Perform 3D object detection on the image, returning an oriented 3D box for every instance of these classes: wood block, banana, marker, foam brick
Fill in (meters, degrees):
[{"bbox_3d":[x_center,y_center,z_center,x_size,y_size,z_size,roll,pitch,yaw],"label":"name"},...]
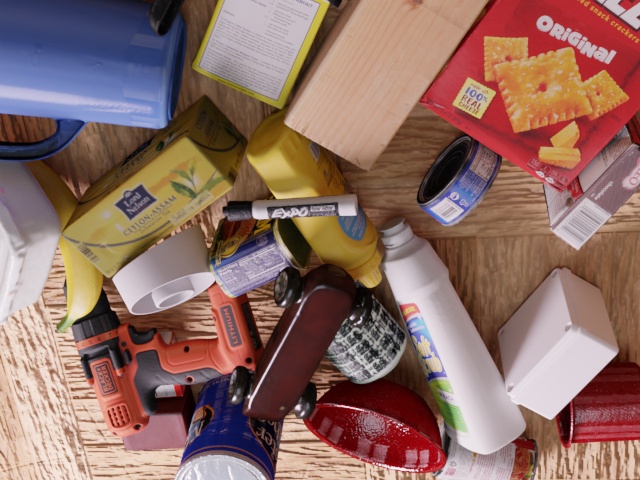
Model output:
[{"bbox_3d":[0.061,-0.176,0.925,0.090,0.090,0.206,29,120,-11],"label":"wood block"},{"bbox_3d":[-0.261,-0.005,1.066,0.069,0.037,0.198,-15,99,-2],"label":"banana"},{"bbox_3d":[-0.028,-0.029,0.948,0.121,0.020,0.020,-3,121,9],"label":"marker"},{"bbox_3d":[-0.182,0.198,1.196,0.078,0.053,0.051,-4,120,9],"label":"foam brick"}]

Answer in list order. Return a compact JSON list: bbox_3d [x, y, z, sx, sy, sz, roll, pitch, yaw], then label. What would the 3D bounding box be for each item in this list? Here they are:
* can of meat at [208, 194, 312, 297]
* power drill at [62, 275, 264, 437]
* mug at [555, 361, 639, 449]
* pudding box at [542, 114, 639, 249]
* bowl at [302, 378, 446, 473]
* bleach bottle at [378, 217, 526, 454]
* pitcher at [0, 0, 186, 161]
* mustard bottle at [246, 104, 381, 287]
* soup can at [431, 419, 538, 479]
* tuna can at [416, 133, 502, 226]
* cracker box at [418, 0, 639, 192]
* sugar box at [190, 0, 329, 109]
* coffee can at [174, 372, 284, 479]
[{"bbox_3d":[-0.057,0.001,1.037,0.084,0.102,0.057,-24,116,21],"label":"can of meat"},{"bbox_3d":[-0.164,0.095,1.110,0.188,0.057,0.184,-19,92,10],"label":"power drill"},{"bbox_3d":[0.292,0.174,1.122,0.081,0.093,0.117,-3,152,2],"label":"mug"},{"bbox_3d":[0.255,-0.060,0.976,0.039,0.090,0.114,34,119,-13],"label":"pudding box"},{"bbox_3d":[0.064,0.190,1.143,0.162,0.055,0.162,17,152,9],"label":"bowl"},{"bbox_3d":[0.121,0.091,1.082,0.068,0.103,0.251,-30,105,-13],"label":"bleach bottle"},{"bbox_3d":[-0.247,-0.158,0.944,0.242,0.145,0.149,9,147,-3],"label":"pitcher"},{"bbox_3d":[0.004,-0.031,1.014,0.058,0.096,0.191,-26,115,19],"label":"mustard bottle"},{"bbox_3d":[0.180,0.240,1.177,0.102,0.068,0.069,15,121,-3],"label":"soup can"},{"bbox_3d":[0.128,-0.057,0.992,0.033,0.086,0.086,35,118,-14],"label":"tuna can"},{"bbox_3d":[0.211,-0.167,0.925,0.164,0.072,0.214,31,118,-14],"label":"cracker box"},{"bbox_3d":[-0.040,-0.214,0.938,0.093,0.048,0.176,23,117,-8],"label":"sugar box"},{"bbox_3d":[-0.094,0.221,1.150,0.103,0.140,0.103,3,121,4],"label":"coffee can"}]
